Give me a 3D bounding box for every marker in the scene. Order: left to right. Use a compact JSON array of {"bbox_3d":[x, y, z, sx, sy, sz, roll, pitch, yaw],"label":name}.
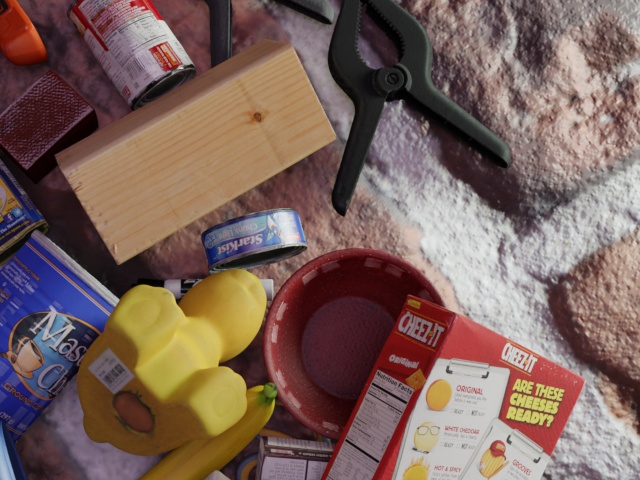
[{"bbox_3d":[-0.101,0.042,0.916,0.121,0.020,0.020,0,82,-5],"label":"marker"}]

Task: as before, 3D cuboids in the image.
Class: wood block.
[{"bbox_3d":[-0.104,-0.077,0.884,0.206,0.090,0.091,-30,110,-9],"label":"wood block"}]

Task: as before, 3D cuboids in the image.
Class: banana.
[{"bbox_3d":[-0.105,0.177,0.871,0.198,0.069,0.037,-42,68,7],"label":"banana"}]

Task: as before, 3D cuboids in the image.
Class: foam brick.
[{"bbox_3d":[-0.235,-0.097,0.908,0.078,0.051,0.053,-44,87,-10],"label":"foam brick"}]

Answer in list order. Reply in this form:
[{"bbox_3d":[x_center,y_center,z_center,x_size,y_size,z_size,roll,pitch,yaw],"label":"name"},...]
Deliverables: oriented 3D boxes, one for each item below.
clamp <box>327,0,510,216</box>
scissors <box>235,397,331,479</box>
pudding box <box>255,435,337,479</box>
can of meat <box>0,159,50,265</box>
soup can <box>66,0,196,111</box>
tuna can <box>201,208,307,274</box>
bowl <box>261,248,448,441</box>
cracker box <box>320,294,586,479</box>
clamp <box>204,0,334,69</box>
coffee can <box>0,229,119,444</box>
[{"bbox_3d":[0.054,-0.130,0.946,0.164,0.036,0.210,-24,82,-9],"label":"clamp"},{"bbox_3d":[0.015,0.208,0.904,0.202,0.016,0.096,33,82,0],"label":"scissors"},{"bbox_3d":[-0.011,0.222,0.874,0.090,0.039,0.113,6,102,-5],"label":"pudding box"},{"bbox_3d":[-0.290,-0.018,0.889,0.102,0.057,0.084,-37,89,-9],"label":"can of meat"},{"bbox_3d":[-0.161,-0.170,0.917,0.068,0.068,0.102,-34,86,-9],"label":"soup can"},{"bbox_3d":[-0.056,0.001,0.893,0.086,0.086,0.034,-14,82,-7],"label":"tuna can"},{"bbox_3d":[0.030,0.089,0.902,0.162,0.055,0.162,1,82,-5],"label":"bowl"},{"bbox_3d":[0.095,0.171,0.840,0.164,0.072,0.213,27,87,-35],"label":"cracker box"},{"bbox_3d":[-0.067,-0.234,0.950,0.120,0.039,0.171,-23,87,-8],"label":"clamp"},{"bbox_3d":[-0.236,0.077,0.856,0.103,0.103,0.140,40,80,1],"label":"coffee can"}]
